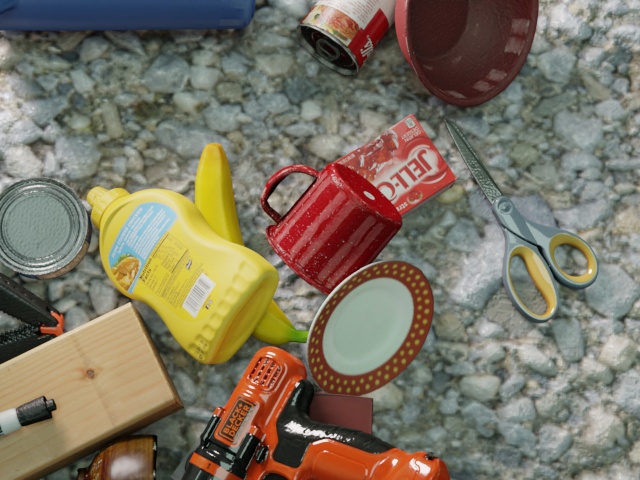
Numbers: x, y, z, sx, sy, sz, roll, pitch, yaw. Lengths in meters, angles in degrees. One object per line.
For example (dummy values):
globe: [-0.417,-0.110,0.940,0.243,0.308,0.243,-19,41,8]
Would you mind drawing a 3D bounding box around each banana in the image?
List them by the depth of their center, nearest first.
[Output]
banana: [-0.068,0.014,0.918,0.070,0.037,0.198,-34,76,23]

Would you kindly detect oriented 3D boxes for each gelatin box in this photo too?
gelatin box: [0.066,-0.059,0.952,0.089,0.030,0.073,-32,83,-8]

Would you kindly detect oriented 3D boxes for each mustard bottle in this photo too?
mustard bottle: [-0.129,0.012,0.896,0.192,0.058,0.096,37,103,24]

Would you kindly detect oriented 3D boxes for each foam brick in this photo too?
foam brick: [0.013,0.156,0.883,0.053,0.078,0.051,5,77,-3]

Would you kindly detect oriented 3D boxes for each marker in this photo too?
marker: [-0.259,0.145,0.806,0.121,0.020,0.020,-21,81,-7]

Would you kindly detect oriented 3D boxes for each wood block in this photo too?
wood block: [-0.225,0.140,0.866,0.206,0.090,0.091,-26,81,-8]

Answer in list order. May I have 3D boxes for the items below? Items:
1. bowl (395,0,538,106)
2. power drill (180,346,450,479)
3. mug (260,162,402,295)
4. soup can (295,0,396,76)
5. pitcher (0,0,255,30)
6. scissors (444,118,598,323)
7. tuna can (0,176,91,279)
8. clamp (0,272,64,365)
bowl: [0.119,-0.202,0.947,0.161,0.055,0.162,-12,111,-35]
power drill: [-0.013,0.189,0.789,0.188,0.057,0.184,22,76,24]
mug: [0.005,-0.018,0.893,0.117,0.093,0.081,38,106,-9]
soup can: [0.034,-0.209,0.961,0.068,0.068,0.102,35,78,3]
pitcher: [-0.179,-0.252,0.935,0.242,0.145,0.149,1,91,-7]
scissors: [0.185,-0.027,0.960,0.096,0.016,0.202,-14,80,-8]
tuna can: [-0.242,-0.010,0.922,0.086,0.034,0.086,1,79,-3]
clamp: [-0.323,0.074,0.887,0.209,0.036,0.165,11,107,-12]
